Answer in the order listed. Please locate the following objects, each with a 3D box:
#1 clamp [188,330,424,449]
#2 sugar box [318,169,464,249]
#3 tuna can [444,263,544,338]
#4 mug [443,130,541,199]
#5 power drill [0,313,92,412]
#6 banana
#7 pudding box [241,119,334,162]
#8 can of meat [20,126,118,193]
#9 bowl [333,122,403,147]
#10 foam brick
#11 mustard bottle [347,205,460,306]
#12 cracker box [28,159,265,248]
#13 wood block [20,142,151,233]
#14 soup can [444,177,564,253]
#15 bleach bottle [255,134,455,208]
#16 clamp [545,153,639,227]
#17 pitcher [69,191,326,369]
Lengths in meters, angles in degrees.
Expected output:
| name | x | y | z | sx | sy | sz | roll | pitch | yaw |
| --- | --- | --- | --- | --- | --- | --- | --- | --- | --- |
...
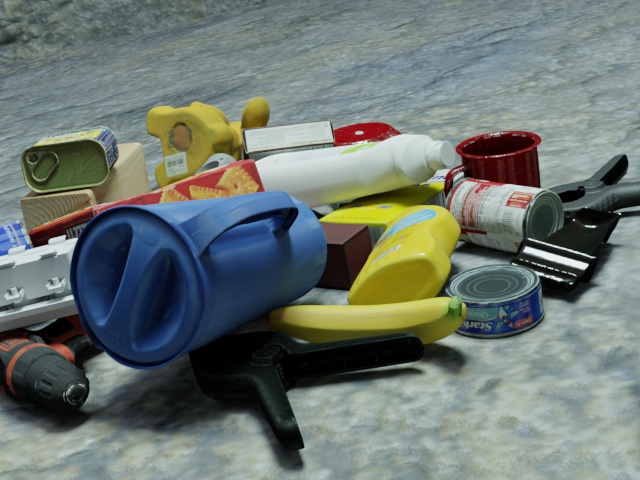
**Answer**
| name | x | y | z | sx | sy | sz | roll | pitch | yaw |
| --- | --- | --- | --- | --- | --- | --- | --- | --- | --- |
| clamp | -0.042 | 0.112 | 0.878 | 0.210 | 0.036 | 0.164 | 2 | 22 | 36 |
| sugar box | 0.087 | -0.034 | 1.190 | 0.094 | 0.048 | 0.175 | 4 | 26 | 38 |
| tuna can | 0.154 | 0.052 | 0.945 | 0.086 | 0.034 | 0.086 | -9 | 20 | 3 |
| mug | 0.189 | -0.065 | 1.169 | 0.117 | 0.081 | 0.093 | -18 | 22 | -20 |
| power drill | -0.211 | 0.090 | 0.992 | 0.187 | 0.057 | 0.185 | -25 | 25 | -35 |
| banana | 0.049 | 0.067 | 0.918 | 0.198 | 0.069 | 0.037 | -9 | 53 | 35 |
| pudding box | -0.041 | -0.108 | 1.323 | 0.113 | 0.039 | 0.090 | -9 | -25 | -8 |
| can of meat | -0.298 | -0.099 | 1.282 | 0.102 | 0.057 | 0.084 | -7 | 19 | 3 |
| bowl | 0.053 | -0.118 | 1.417 | 0.162 | 0.055 | 0.162 | -9 | 21 | 3 |
| foam brick | 0.008 | 0.015 | 1.092 | 0.078 | 0.051 | 0.052 | 4 | 26 | 35 |
| mustard bottle | 0.089 | 0.011 | 1.038 | 0.096 | 0.058 | 0.191 | -34 | 10 | 24 |
| cracker box | -0.187 | -0.019 | 1.164 | 0.213 | 0.072 | 0.164 | -21 | 4 | -41 |
| wood block | -0.292 | -0.050 | 1.359 | 0.091 | 0.090 | 0.206 | -5 | 21 | 11 |
| soup can | 0.186 | -0.025 | 1.083 | 0.068 | 0.068 | 0.102 | -27 | 27 | -37 |
| bleach bottle | 0.031 | -0.075 | 1.184 | 0.251 | 0.068 | 0.102 | -7 | 17 | 39 |
| clamp | 0.299 | -0.045 | 1.126 | 0.171 | 0.039 | 0.120 | -26 | 20 | -21 |
| pitcher | -0.087 | 0.017 | 0.941 | 0.149 | 0.145 | 0.242 | 9 | 13 | 28 |
